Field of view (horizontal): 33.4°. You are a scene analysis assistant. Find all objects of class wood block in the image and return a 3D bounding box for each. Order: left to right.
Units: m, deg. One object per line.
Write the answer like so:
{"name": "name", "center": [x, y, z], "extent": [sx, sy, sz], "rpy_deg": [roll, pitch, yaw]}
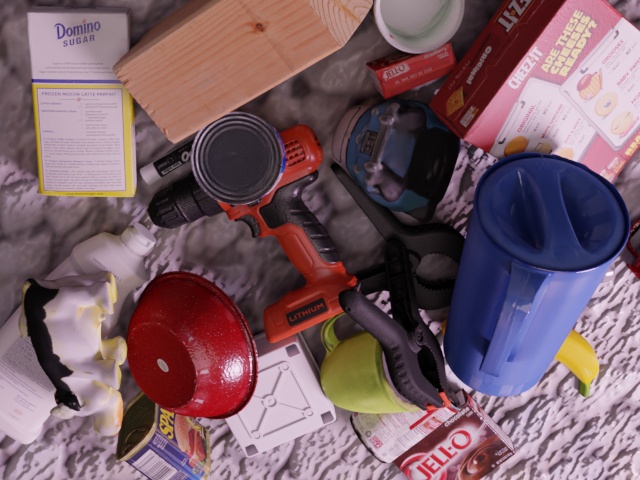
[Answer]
{"name": "wood block", "center": [-0.070, -0.177, 0.928], "extent": [0.207, 0.090, 0.090], "rpy_deg": [-23, 115, 36]}

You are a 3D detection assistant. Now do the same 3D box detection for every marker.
{"name": "marker", "center": [-0.121, -0.092, 1.043], "extent": [0.121, 0.020, 0.020], "rpy_deg": [-29, 111, 7]}

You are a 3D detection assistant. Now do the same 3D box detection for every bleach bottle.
{"name": "bleach bottle", "center": [-0.253, 0.086, 1.082], "extent": [0.102, 0.068, 0.251], "rpy_deg": [40, 101, -19]}

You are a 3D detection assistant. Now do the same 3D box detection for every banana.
{"name": "banana", "center": [0.228, 0.111, 1.145], "extent": [0.197, 0.037, 0.070], "rpy_deg": [25, 107, -14]}

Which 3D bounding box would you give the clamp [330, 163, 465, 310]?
{"name": "clamp", "center": [0.083, 0.010, 1.093], "extent": [0.210, 0.036, 0.165], "rpy_deg": [8, 110, -6]}

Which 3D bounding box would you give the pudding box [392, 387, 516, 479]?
{"name": "pudding box", "center": [0.145, 0.231, 1.185], "extent": [0.113, 0.039, 0.090], "rpy_deg": [-40, 110, 11]}

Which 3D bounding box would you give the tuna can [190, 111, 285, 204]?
{"name": "tuna can", "center": [-0.075, -0.077, 0.992], "extent": [0.086, 0.033, 0.086], "rpy_deg": [1, 96, 6]}

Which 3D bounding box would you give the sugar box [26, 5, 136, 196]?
{"name": "sugar box", "center": [-0.222, -0.130, 1.006], "extent": [0.093, 0.048, 0.176], "rpy_deg": [1, 108, -5]}

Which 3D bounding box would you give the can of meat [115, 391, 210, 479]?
{"name": "can of meat", "center": [-0.163, 0.212, 1.119], "extent": [0.057, 0.102, 0.084], "rpy_deg": [-42, 112, 12]}

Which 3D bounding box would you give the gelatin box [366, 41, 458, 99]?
{"name": "gelatin box", "center": [0.084, -0.163, 0.994], "extent": [0.073, 0.089, 0.030], "rpy_deg": [-21, 104, 2]}

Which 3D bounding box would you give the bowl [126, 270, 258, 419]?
{"name": "bowl", "center": [-0.141, 0.114, 1.059], "extent": [0.162, 0.055, 0.162], "rpy_deg": [14, 115, 31]}

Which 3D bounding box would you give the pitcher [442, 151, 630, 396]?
{"name": "pitcher", "center": [0.182, 0.050, 0.987], "extent": [0.149, 0.145, 0.243], "rpy_deg": [-17, 146, -18]}

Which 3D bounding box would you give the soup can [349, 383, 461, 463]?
{"name": "soup can", "center": [0.091, 0.184, 1.146], "extent": [0.102, 0.068, 0.068], "rpy_deg": [-40, 110, 11]}

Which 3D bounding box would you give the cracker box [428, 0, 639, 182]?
{"name": "cracker box", "center": [0.225, -0.138, 0.983], "extent": [0.213, 0.072, 0.164], "rpy_deg": [22, 111, -42]}

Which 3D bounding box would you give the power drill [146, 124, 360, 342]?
{"name": "power drill", "center": [-0.057, 0.001, 1.046], "extent": [0.184, 0.057, 0.187], "rpy_deg": [-24, 98, 12]}

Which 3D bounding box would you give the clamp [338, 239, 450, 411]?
{"name": "clamp", "center": [0.075, 0.094, 1.030], "extent": [0.039, 0.120, 0.171], "rpy_deg": [-18, 97, 43]}
